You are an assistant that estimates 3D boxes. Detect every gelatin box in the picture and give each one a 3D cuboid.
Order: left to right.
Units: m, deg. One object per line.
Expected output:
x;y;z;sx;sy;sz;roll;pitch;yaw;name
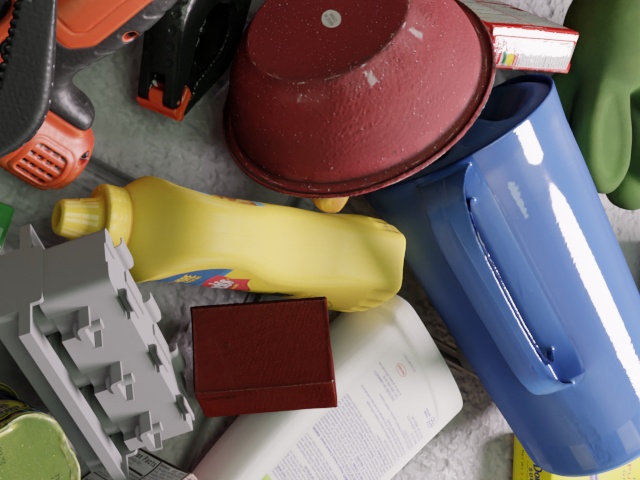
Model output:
0.109;-0.135;0.691;0.073;0.089;0.030;-2;116;-32;gelatin box

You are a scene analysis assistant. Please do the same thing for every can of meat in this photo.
-0.178;0.118;0.526;0.102;0.084;0.057;-30;107;-27;can of meat

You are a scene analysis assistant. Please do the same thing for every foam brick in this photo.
-0.031;0.065;0.598;0.078;0.053;0.051;-4;66;0;foam brick

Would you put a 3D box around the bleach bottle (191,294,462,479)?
-0.030;0.142;0.634;0.250;0.068;0.102;-39;112;-22;bleach bottle

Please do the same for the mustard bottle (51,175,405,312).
-0.054;0.001;0.591;0.191;0.096;0.058;10;84;-32;mustard bottle

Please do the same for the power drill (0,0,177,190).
-0.141;-0.124;0.497;0.188;0.057;0.184;-38;132;20;power drill

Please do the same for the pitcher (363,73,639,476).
0.131;0.032;0.671;0.149;0.145;0.243;-37;107;-23;pitcher

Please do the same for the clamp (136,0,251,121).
-0.058;-0.153;0.589;0.171;0.039;0.120;-66;155;-12;clamp

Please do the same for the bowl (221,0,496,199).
0.011;-0.102;0.585;0.162;0.162;0.055;-52;143;-19;bowl

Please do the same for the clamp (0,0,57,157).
-0.194;-0.056;0.469;0.164;0.036;0.210;29;111;-27;clamp
